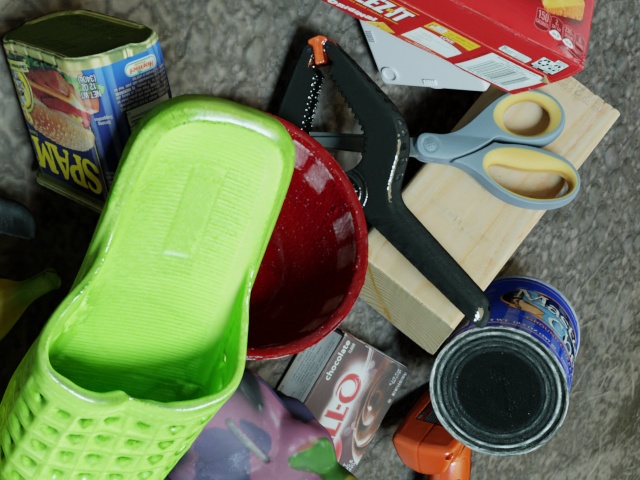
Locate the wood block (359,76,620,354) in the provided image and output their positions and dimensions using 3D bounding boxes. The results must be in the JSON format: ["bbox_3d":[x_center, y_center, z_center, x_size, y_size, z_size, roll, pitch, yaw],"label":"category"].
[{"bbox_3d":[0.115,-0.030,0.785,0.206,0.090,0.091,-50,172,-16],"label":"wood block"}]

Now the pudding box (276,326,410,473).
[{"bbox_3d":[0.007,0.126,0.808,0.089,0.039,0.113,33,84,-46],"label":"pudding box"}]

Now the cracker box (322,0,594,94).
[{"bbox_3d":[0.091,-0.215,0.616,0.164,0.072,0.213,20,75,-29],"label":"cracker box"}]

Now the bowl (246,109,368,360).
[{"bbox_3d":[-0.054,0.001,0.647,0.162,0.055,0.162,9,66,-21],"label":"bowl"}]

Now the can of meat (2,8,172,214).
[{"bbox_3d":[-0.117,-0.069,0.556,0.057,0.102,0.084,-29,124,-32],"label":"can of meat"}]

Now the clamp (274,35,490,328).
[{"bbox_3d":[0.026,-0.028,0.697,0.036,0.164,0.210,-32,121,-78],"label":"clamp"}]

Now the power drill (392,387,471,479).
[{"bbox_3d":[0.092,0.231,0.895,0.184,0.057,0.188,-40,137,-55],"label":"power drill"}]

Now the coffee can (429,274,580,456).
[{"bbox_3d":[0.149,0.094,0.844,0.140,0.103,0.103,-40,140,-68],"label":"coffee can"}]

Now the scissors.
[{"bbox_3d":[0.086,-0.079,0.737,0.016,0.201,0.096,113,-5,-69],"label":"scissors"}]
